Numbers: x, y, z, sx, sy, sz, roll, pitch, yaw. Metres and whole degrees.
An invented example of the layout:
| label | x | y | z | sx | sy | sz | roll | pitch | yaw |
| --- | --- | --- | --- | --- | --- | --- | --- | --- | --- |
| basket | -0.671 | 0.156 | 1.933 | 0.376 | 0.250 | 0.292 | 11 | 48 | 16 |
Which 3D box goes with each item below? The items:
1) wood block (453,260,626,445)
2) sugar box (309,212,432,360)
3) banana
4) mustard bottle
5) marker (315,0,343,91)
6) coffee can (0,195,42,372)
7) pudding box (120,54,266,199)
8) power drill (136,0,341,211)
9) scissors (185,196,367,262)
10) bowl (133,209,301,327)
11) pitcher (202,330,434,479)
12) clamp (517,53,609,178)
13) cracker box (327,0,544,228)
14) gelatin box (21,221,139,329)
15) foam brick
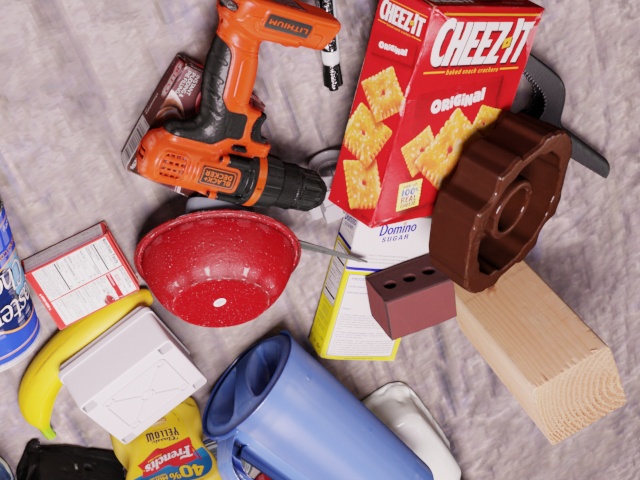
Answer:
| label | x | y | z | sx | sy | sz | roll | pitch | yaw |
| --- | --- | --- | --- | --- | --- | --- | --- | --- | --- |
| wood block | 0.222 | 0.104 | 1.132 | 0.091 | 0.206 | 0.090 | -30 | 126 | -3 |
| sugar box | 0.055 | 0.043 | 1.128 | 0.093 | 0.048 | 0.176 | 4 | 114 | -25 |
| banana | -0.246 | 0.117 | 1.060 | 0.198 | 0.037 | 0.069 | -51 | 146 | 15 |
| mustard bottle | -0.150 | 0.235 | 1.071 | 0.096 | 0.192 | 0.058 | -10 | 123 | -17 |
| marker | 0.007 | -0.193 | 0.979 | 0.020 | 0.020 | 0.121 | -15 | 124 | -13 |
| coffee can | -0.312 | 0.036 | 0.939 | 0.102 | 0.103 | 0.140 | -15 | 124 | -13 |
| pudding box | -0.117 | -0.100 | 0.974 | 0.089 | 0.039 | 0.114 | 24 | 109 | -32 |
| power drill | -0.051 | -0.118 | 0.934 | 0.184 | 0.057 | 0.188 | 11 | 111 | -30 |
| scissors | -0.057 | 0.001 | 1.047 | 0.201 | 0.016 | 0.096 | 23 | 151 | -37 |
| bowl | -0.096 | 0.038 | 1.016 | 0.162 | 0.055 | 0.162 | -5 | 146 | -3 |
| pitcher | 0.000 | 0.223 | 1.116 | 0.242 | 0.145 | 0.149 | 42 | 89 | -19 |
| clamp | 0.206 | -0.107 | 1.102 | 0.164 | 0.036 | 0.210 | -31 | 128 | -2 |
| cracker box | 0.108 | -0.127 | 0.997 | 0.163 | 0.072 | 0.214 | -12 | 127 | -43 |
| gelatin box | -0.227 | 0.033 | 1.017 | 0.089 | 0.030 | 0.073 | -27 | 125 | -5 |
| foam brick | 0.093 | 0.058 | 1.091 | 0.078 | 0.053 | 0.051 | -19 | 124 | -14 |
